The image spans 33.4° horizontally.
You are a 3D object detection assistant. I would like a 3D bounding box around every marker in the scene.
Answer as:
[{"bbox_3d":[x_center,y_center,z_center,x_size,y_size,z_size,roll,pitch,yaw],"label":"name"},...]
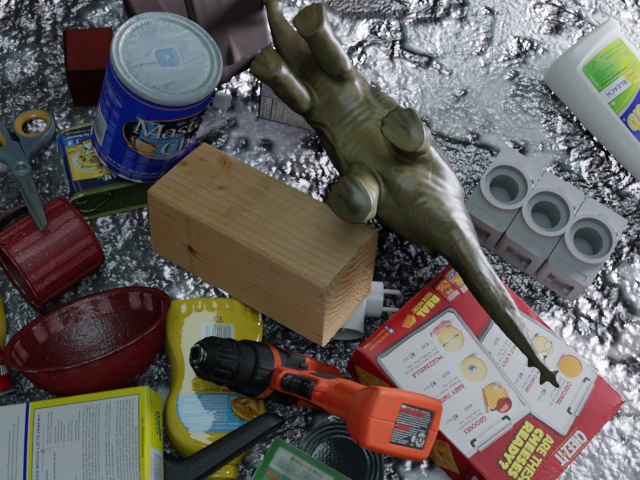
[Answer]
[{"bbox_3d":[-0.155,-0.170,1.156,0.121,0.020,0.020,21,69,3],"label":"marker"}]

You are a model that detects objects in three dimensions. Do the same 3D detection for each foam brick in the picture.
[{"bbox_3d":[-0.239,-0.181,1.123,0.051,0.078,0.053,-5,72,-8],"label":"foam brick"}]

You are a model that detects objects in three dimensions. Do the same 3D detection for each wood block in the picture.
[{"bbox_3d":[-0.057,0.001,1.025,0.206,0.091,0.090,28,51,21],"label":"wood block"}]

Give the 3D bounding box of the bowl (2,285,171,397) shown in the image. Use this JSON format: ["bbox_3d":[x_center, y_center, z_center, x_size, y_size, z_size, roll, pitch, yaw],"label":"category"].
[{"bbox_3d":[-0.210,0.102,1.000,0.162,0.162,0.055,-20,111,-12],"label":"bowl"}]

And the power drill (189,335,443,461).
[{"bbox_3d":[-0.001,0.133,0.939,0.188,0.184,0.057,16,88,45],"label":"power drill"}]

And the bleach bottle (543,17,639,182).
[{"bbox_3d":[0.362,-0.119,1.161,0.102,0.068,0.251,-37,79,-16],"label":"bleach bottle"}]

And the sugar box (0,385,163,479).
[{"bbox_3d":[-0.229,0.188,0.945,0.176,0.048,0.093,-10,65,12],"label":"sugar box"}]

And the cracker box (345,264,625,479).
[{"bbox_3d":[0.157,0.140,1.033,0.164,0.072,0.214,-40,78,-24],"label":"cracker box"}]

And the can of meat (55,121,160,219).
[{"bbox_3d":[-0.216,-0.077,1.096,0.102,0.057,0.084,-13,69,-11],"label":"can of meat"}]

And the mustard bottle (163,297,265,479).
[{"bbox_3d":[-0.101,0.153,1.017,0.096,0.058,0.191,3,68,-18],"label":"mustard bottle"}]

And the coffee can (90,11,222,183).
[{"bbox_3d":[-0.159,-0.134,1.021,0.102,0.140,0.103,9,59,-15],"label":"coffee can"}]

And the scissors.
[{"bbox_3d":[-0.285,-0.080,1.072,0.096,0.016,0.202,-29,49,-28],"label":"scissors"}]

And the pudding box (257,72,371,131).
[{"bbox_3d":[-0.008,-0.151,1.125,0.113,0.090,0.039,16,70,0],"label":"pudding box"}]

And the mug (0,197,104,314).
[{"bbox_3d":[-0.273,0.005,1.048,0.081,0.093,0.117,-36,57,-21],"label":"mug"}]

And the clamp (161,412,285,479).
[{"bbox_3d":[-0.132,0.240,0.947,0.210,0.036,0.164,-5,73,11],"label":"clamp"}]

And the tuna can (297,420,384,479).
[{"bbox_3d":[0.016,0.217,1.017,0.086,0.034,0.086,2,69,-5],"label":"tuna can"}]
